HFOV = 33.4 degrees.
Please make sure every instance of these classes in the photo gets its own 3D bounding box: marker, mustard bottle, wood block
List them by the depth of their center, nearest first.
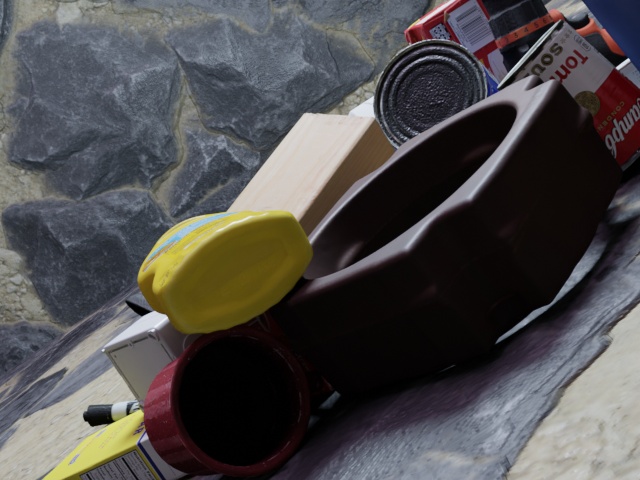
[{"bbox_3d":[-0.074,0.015,0.716,0.096,0.058,0.192,-34,11,-13],"label":"mustard bottle"},{"bbox_3d":[-0.020,-0.001,0.881,0.090,0.090,0.206,10,55,45],"label":"wood block"},{"bbox_3d":[-0.142,0.141,0.893,0.121,0.020,0.020,-8,14,13],"label":"marker"}]

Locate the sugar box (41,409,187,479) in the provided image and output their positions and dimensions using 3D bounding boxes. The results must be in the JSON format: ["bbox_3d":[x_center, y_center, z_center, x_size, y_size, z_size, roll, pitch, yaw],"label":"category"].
[{"bbox_3d":[-0.138,0.161,0.828,0.176,0.048,0.093,-32,8,31],"label":"sugar box"}]

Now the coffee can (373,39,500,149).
[{"bbox_3d":[0.120,-0.110,0.956,0.103,0.103,0.140,-33,-20,17],"label":"coffee can"}]

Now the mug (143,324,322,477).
[{"bbox_3d":[-0.054,0.105,0.689,0.117,0.093,0.082,-14,-9,-29],"label":"mug"}]

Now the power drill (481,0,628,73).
[{"bbox_3d":[0.243,-0.201,0.956,0.187,0.184,0.057,-27,6,-12],"label":"power drill"}]

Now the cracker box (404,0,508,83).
[{"bbox_3d":[0.164,-0.174,1.139,0.072,0.164,0.213,-32,8,5],"label":"cracker box"}]

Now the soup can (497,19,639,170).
[{"bbox_3d":[0.184,-0.098,0.753,0.068,0.102,0.068,-48,0,0],"label":"soup can"}]
